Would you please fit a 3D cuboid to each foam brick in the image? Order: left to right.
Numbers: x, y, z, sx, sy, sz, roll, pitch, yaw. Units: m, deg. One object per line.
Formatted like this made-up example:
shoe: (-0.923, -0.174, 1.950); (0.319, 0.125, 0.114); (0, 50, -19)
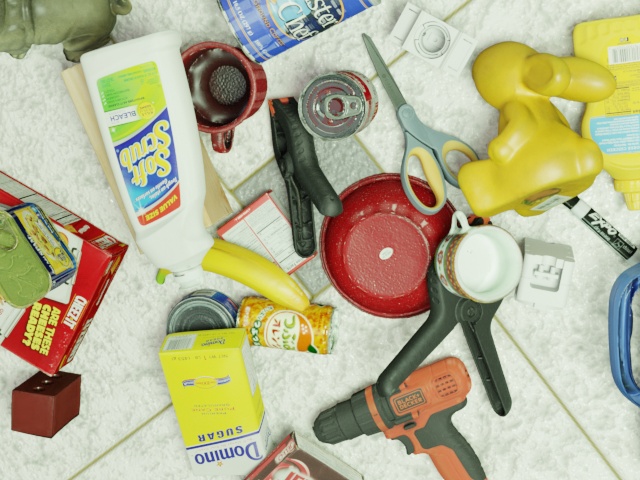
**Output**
foam brick: (-0.316, 0.187, 1.231); (0.053, 0.078, 0.051); (8, 104, 9)

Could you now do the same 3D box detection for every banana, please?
banana: (-0.102, 0.030, 1.153); (0.198, 0.037, 0.069); (11, 138, 29)

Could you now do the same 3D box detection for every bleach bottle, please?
bleach bottle: (-0.156, -0.075, 1.063); (0.103, 0.068, 0.251); (-14, 100, 12)

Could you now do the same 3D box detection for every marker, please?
marker: (0.287, -0.016, 1.103); (0.121, 0.020, 0.020); (42, 105, 1)

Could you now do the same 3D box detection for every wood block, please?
wood block: (-0.184, -0.102, 1.142); (0.090, 0.090, 0.206); (-22, 96, 13)

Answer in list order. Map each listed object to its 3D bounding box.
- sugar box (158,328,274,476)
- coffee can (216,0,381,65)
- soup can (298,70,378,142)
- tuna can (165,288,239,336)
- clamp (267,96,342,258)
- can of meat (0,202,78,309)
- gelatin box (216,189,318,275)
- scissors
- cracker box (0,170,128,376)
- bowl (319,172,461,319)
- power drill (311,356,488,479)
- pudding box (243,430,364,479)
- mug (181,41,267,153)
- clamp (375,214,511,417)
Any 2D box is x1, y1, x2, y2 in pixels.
sugar box: (-0.112, 0.182, 1.179); (0.093, 0.048, 0.176); (-5, 117, 12)
coffee can: (-0.023, -0.254, 1.075); (0.140, 0.102, 0.103); (-25, 95, 15)
soup can: (0.021, -0.139, 1.088); (0.068, 0.102, 0.068); (2, 101, 11)
tuna can: (-0.130, 0.100, 1.199); (0.086, 0.033, 0.086); (2, 101, 11)
clamp: (-0.018, -0.076, 1.102); (0.039, 0.120, 0.171); (-10, 79, -26)
can of meat: (-0.309, 0.012, 1.119); (0.057, 0.084, 0.102); (-32, 94, 13)
gelatin box: (-0.058, 0.002, 1.169); (0.073, 0.030, 0.089); (-37, 92, 14)
scissors: (0.109, -0.127, 1.114); (0.096, 0.016, 0.202); (-10, 82, -14)
cracker box: (-0.349, 0.026, 1.210); (0.214, 0.072, 0.164); (30, 105, 3)
bowl: (0.073, 0.011, 1.132); (0.162, 0.055, 0.162); (2, 101, 11)
power drill: (0.104, 0.238, 1.168); (0.184, 0.057, 0.187); (-24, 95, 14)
pudding box: (-0.017, 0.275, 1.188); (0.113, 0.039, 0.090); (36, 108, -26)
mug: (-0.102, -0.150, 1.121); (0.093, 0.081, 0.117); (-1, 100, 11)
clamp: (0.137, 0.076, 1.097); (0.164, 0.036, 0.210); (6, 90, -29)
